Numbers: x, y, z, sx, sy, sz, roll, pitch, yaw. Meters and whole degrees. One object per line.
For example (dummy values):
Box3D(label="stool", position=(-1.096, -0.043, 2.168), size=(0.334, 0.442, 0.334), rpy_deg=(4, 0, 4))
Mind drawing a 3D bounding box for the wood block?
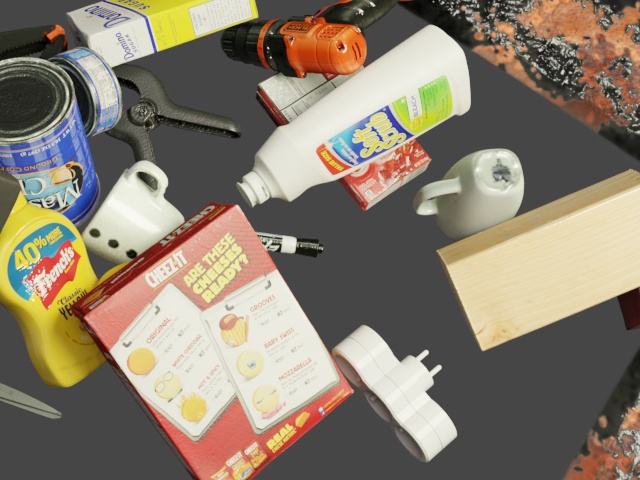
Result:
Box3D(label="wood block", position=(0.227, 0.017, 1.018), size=(0.206, 0.090, 0.091), rpy_deg=(-23, 99, 4))

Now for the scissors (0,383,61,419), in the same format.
Box3D(label="scissors", position=(-0.345, 0.137, 0.976), size=(0.202, 0.016, 0.096), rpy_deg=(36, 72, 5))

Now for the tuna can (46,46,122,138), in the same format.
Box3D(label="tuna can", position=(-0.234, -0.142, 1.037), size=(0.086, 0.086, 0.033), rpy_deg=(49, 45, 9))

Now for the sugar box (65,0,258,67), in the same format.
Box3D(label="sugar box", position=(-0.163, -0.231, 1.091), size=(0.176, 0.048, 0.093), rpy_deg=(-21, 33, -17))

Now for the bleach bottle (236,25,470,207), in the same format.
Box3D(label="bleach bottle", position=(0.030, -0.107, 1.048), size=(0.250, 0.102, 0.068), rpy_deg=(-34, 57, -12))

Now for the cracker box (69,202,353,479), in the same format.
Box3D(label="cracker box", position=(-0.093, 0.098, 0.950), size=(0.164, 0.072, 0.213), rpy_deg=(-38, 109, -18))

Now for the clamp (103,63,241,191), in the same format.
Box3D(label="clamp", position=(-0.166, -0.127, 1.080), size=(0.120, 0.039, 0.171), rpy_deg=(-35, 79, -16))

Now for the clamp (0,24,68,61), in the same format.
Box3D(label="clamp", position=(-0.331, -0.135, 1.061), size=(0.209, 0.036, 0.164), rpy_deg=(-35, 80, -14))

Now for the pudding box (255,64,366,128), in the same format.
Box3D(label="pudding box", position=(0.002, -0.148, 1.114), size=(0.113, 0.039, 0.090), rpy_deg=(-33, 78, -15))

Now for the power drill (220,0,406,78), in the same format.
Box3D(label="power drill", position=(0.008, -0.236, 1.108), size=(0.185, 0.057, 0.187), rpy_deg=(16, 51, 40))

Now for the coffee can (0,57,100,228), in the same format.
Box3D(label="coffee can", position=(-0.265, -0.083, 0.985), size=(0.103, 0.140, 0.103), rpy_deg=(0, 55, 0))

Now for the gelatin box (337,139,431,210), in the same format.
Box3D(label="gelatin box", position=(0.057, -0.084, 1.103), size=(0.089, 0.030, 0.073), rpy_deg=(-34, 78, -18))

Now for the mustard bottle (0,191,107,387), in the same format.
Box3D(label="mustard bottle", position=(-0.249, 0.030, 0.956), size=(0.096, 0.058, 0.191), rpy_deg=(-40, 112, -38))

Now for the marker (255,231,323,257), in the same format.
Box3D(label="marker", position=(-0.057, 0.001, 1.063), size=(0.121, 0.020, 0.020), rpy_deg=(7, 70, -6))
